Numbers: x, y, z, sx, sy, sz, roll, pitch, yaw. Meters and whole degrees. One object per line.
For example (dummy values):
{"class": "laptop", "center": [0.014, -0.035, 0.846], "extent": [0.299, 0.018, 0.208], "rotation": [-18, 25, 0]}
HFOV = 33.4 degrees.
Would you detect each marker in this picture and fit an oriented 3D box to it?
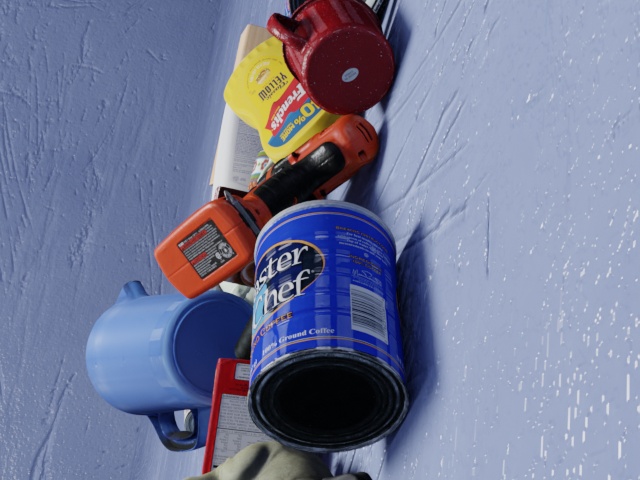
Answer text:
{"class": "marker", "center": [0.037, -0.192, 0.972], "extent": [0.121, 0.020, 0.020], "rotation": [-60, 16, 17]}

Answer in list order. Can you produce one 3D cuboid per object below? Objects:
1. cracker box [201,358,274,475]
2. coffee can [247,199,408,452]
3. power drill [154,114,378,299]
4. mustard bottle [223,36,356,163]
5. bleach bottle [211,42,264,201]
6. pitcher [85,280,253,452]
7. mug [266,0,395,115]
{"class": "cracker box", "center": [-0.063, 0.226, 0.886], "extent": [0.164, 0.072, 0.213], "rotation": [94, -179, -64]}
{"class": "coffee can", "center": [0.004, 0.056, 0.720], "extent": [0.140, 0.102, 0.103], "rotation": [-91, 17, -47]}
{"class": "power drill", "center": [-0.054, -0.025, 0.904], "extent": [0.185, 0.057, 0.187], "rotation": [-36, 4, 44]}
{"class": "mustard bottle", "center": [-0.019, -0.119, 1.028], "extent": [0.096, 0.058, 0.192], "rotation": [-43, 47, 6]}
{"class": "bleach bottle", "center": [-0.066, -0.130, 1.265], "extent": [0.068, 0.102, 0.250], "rotation": [124, 156, -55]}
{"class": "pitcher", "center": [-0.142, 0.124, 1.086], "extent": [0.145, 0.149, 0.243], "rotation": [-60, 19, -20]}
{"class": "mug", "center": [0.008, -0.163, 0.919], "extent": [0.093, 0.117, 0.081], "rotation": [-57, 22, 19]}
